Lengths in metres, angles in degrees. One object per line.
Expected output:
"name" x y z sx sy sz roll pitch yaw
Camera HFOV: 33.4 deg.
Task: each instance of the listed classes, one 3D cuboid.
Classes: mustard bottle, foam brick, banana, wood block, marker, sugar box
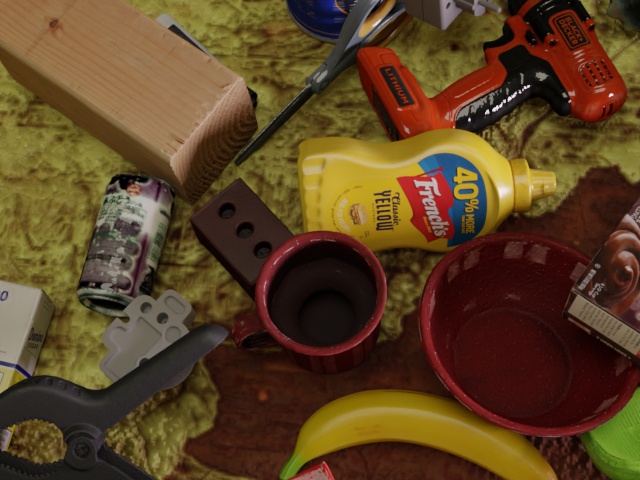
"mustard bottle" 0.081 -0.036 0.807 0.191 0.096 0.058 -5 27 2
"foam brick" -0.055 0.001 0.825 0.053 0.051 0.078 -40 70 -11
"banana" 0.069 0.143 0.769 0.198 0.037 0.069 1 86 7
"wood block" -0.162 -0.132 0.868 0.206 0.090 0.090 35 76 17
"marker" -0.097 -0.151 0.907 0.020 0.020 0.121 -43 71 -11
"sugar box" -0.273 0.114 0.805 0.093 0.048 0.176 12 67 8

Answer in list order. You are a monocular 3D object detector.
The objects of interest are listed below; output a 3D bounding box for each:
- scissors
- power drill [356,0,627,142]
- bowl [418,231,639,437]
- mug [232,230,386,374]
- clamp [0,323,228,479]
"scissors" 0.004 -0.143 0.859 0.201 0.096 0.016 -40 73 -14
"power drill" 0.128 -0.151 0.865 0.187 0.057 0.184 -23 62 -3
"bowl" 0.144 0.075 0.764 0.162 0.055 0.162 3 57 -5
"mug" -0.008 0.055 0.783 0.117 0.081 0.093 -22 68 -4
"clamp" -0.158 0.150 0.749 0.210 0.036 0.164 -8 97 1
